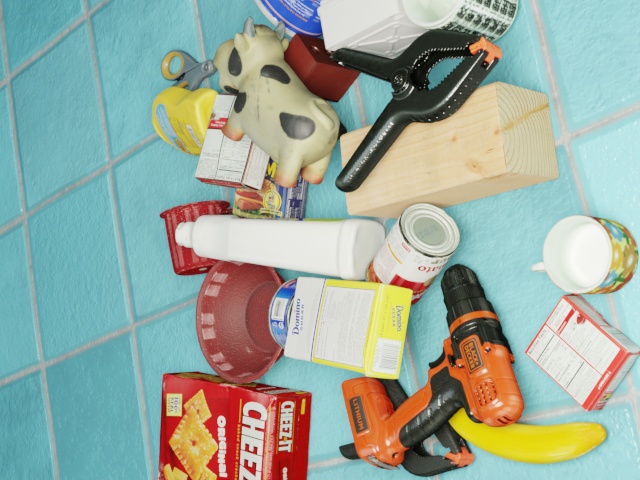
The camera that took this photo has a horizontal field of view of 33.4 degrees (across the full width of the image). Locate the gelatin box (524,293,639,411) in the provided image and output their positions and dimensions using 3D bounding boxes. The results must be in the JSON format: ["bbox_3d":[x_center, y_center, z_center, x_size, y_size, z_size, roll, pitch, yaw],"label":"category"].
[{"bbox_3d":[0.247,0.105,1.008,0.089,0.030,0.073,46,120,37],"label":"gelatin box"}]

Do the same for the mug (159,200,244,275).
[{"bbox_3d":[-0.144,-0.004,1.370,0.117,0.093,0.081,-14,81,23],"label":"mug"}]

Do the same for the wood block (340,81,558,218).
[{"bbox_3d":[0.127,-0.087,1.097,0.207,0.090,0.090,-15,77,44],"label":"wood block"}]

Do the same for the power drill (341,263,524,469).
[{"bbox_3d":[0.108,0.135,1.091,0.188,0.057,0.184,-38,44,27],"label":"power drill"}]

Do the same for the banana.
[{"bbox_3d":[0.188,0.183,1.056,0.198,0.037,0.070,19,102,44],"label":"banana"}]

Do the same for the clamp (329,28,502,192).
[{"bbox_3d":[0.084,-0.159,1.063,0.210,0.036,0.164,-29,58,36],"label":"clamp"}]

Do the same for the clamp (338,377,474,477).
[{"bbox_3d":[0.088,0.212,1.153,0.172,0.039,0.120,33,111,45],"label":"clamp"}]

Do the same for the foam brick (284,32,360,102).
[{"bbox_3d":[-0.004,-0.201,1.243,0.051,0.078,0.053,-50,55,32],"label":"foam brick"}]

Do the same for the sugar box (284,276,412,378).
[{"bbox_3d":[0.026,0.089,1.125,0.176,0.048,0.093,2,80,63],"label":"sugar box"}]

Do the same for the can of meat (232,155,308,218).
[{"bbox_3d":[-0.060,-0.067,1.307,0.102,0.057,0.084,13,99,44],"label":"can of meat"}]

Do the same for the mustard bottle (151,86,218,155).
[{"bbox_3d":[-0.173,-0.156,1.401,0.192,0.058,0.096,16,142,56],"label":"mustard bottle"}]

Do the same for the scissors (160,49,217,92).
[{"bbox_3d":[-0.160,-0.246,1.446,0.202,0.016,0.096,-36,63,37],"label":"scissors"}]

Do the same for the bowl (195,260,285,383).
[{"bbox_3d":[-0.082,0.094,1.315,0.162,0.055,0.162,-4,85,42],"label":"bowl"}]

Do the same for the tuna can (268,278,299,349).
[{"bbox_3d":[-0.017,0.087,1.231,0.034,0.085,0.086,5,91,48],"label":"tuna can"}]

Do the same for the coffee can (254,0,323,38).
[{"bbox_3d":[0.001,-0.313,1.228,0.141,0.102,0.103,-44,59,34],"label":"coffee can"}]

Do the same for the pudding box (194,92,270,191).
[{"bbox_3d":[-0.098,-0.119,1.279,0.090,0.039,0.113,11,86,43],"label":"pudding box"}]

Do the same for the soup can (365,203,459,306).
[{"bbox_3d":[0.096,0.016,1.115,0.068,0.068,0.102,65,149,26],"label":"soup can"}]

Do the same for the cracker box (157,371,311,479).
[{"bbox_3d":[-0.113,0.257,1.327,0.214,0.071,0.164,3,90,44],"label":"cracker box"}]

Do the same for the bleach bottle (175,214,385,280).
[{"bbox_3d":[-0.058,0.001,1.220,0.251,0.102,0.068,5,92,26],"label":"bleach bottle"}]
